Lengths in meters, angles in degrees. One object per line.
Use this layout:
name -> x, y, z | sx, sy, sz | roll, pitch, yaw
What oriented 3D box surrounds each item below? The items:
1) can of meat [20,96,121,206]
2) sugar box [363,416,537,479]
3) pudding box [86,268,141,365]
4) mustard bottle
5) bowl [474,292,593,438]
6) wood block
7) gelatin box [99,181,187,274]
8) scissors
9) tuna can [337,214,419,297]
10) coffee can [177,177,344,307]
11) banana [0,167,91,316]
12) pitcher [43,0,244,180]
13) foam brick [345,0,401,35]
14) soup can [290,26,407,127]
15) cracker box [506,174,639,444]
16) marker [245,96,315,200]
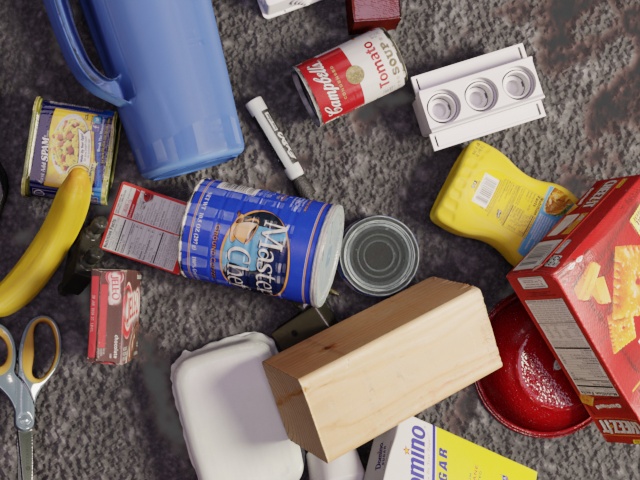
can of meat -> -0.250, -0.088, 1.077 | 0.084, 0.057, 0.102 | 8, 87, -6
sugar box -> 0.130, 0.244, 1.062 | 0.176, 0.048, 0.093 | 27, 63, -23
pudding box -> -0.201, 0.073, 1.046 | 0.039, 0.113, 0.090 | 4, 88, -4
mustard bottle -> 0.217, -0.019, 1.107 | 0.191, 0.058, 0.096 | 28, 80, -2
bowl -> 0.241, 0.128, 1.106 | 0.162, 0.055, 0.162 | 0, 87, -4
wood block -> 0.061, 0.120, 1.039 | 0.205, 0.091, 0.090 | -25, 106, -22
gelatin box -> -0.173, -0.012, 1.093 | 0.089, 0.030, 0.073 | 19, 88, -3
scissors -> -0.309, 0.166, 1.051 | 0.096, 0.016, 0.201 | 18, 69, -20
tuna can -> 0.059, 0.016, 1.107 | 0.086, 0.034, 0.086 | 0, 88, -4
coffee can -> -0.057, 0.001, 1.049 | 0.140, 0.102, 0.103 | 12, 87, 10
banana -> -0.274, 0.009, 1.053 | 0.037, 0.069, 0.198 | 38, 103, 2
pitcher -> -0.166, -0.185, 1.049 | 0.149, 0.145, 0.243 | -16, 92, 4
foam brick -> 0.053, -0.259, 1.107 | 0.051, 0.053, 0.078 | -5, 89, -5
soup can -> 0.030, -0.168, 1.095 | 0.102, 0.068, 0.068 | -26, 90, -5
cracker box -> 0.301, 0.068, 1.052 | 0.164, 0.072, 0.213 | -42, 107, -28
marker -> -0.040, -0.094, 1.111 | 0.020, 0.020, 0.121 | -30, 90, -5
